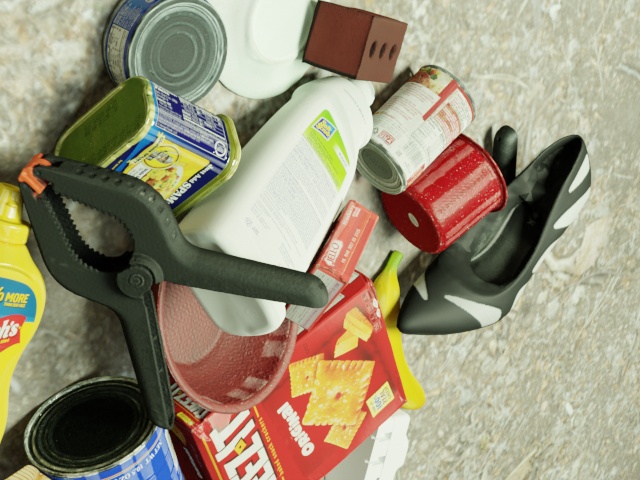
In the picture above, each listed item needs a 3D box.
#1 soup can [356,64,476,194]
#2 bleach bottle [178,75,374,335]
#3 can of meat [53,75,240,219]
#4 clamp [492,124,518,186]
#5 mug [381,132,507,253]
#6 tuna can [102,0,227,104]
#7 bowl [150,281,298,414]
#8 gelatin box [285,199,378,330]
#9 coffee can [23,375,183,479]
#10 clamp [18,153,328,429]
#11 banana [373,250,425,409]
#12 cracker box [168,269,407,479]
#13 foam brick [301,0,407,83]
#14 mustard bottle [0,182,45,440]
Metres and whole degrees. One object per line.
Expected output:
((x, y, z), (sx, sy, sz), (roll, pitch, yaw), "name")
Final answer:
((0.080, -0.098, 0.944), (0.102, 0.069, 0.068), (-45, 135, -20), "soup can")
((-0.017, -0.045, 0.833), (0.102, 0.068, 0.250), (61, 43, -26), "bleach bottle")
((-0.121, -0.059, 0.739), (0.102, 0.057, 0.083), (-35, 143, 26), "can of meat")
((0.203, -0.034, 1.122), (0.120, 0.039, 0.171), (5, 111, -36), "clamp")
((0.110, -0.038, 1.000), (0.081, 0.093, 0.117), (-38, 169, -20), "mug")
((-0.108, -0.135, 0.753), (0.086, 0.034, 0.086), (-22, 126, -34), "tuna can")
((-0.086, 0.053, 0.836), (0.161, 0.055, 0.162), (3, 86, -52), "bowl")
((0.007, 0.020, 0.844), (0.073, 0.030, 0.089), (-62, -176, -36), "gelatin box")
((-0.156, 0.190, 0.817), (0.102, 0.103, 0.140), (-34, 130, -30), "coffee can")
((-0.108, 0.017, 0.712), (0.165, 0.036, 0.210), (-33, 109, 16), "clamp")
((0.074, 0.108, 1.063), (0.069, 0.037, 0.198), (-32, 130, -30), "banana")
((-0.028, 0.142, 0.949), (0.213, 0.072, 0.164), (-38, 132, -26), "cracker box")
((0.028, -0.158, 0.855), (0.078, 0.051, 0.053), (-15, 124, -64), "foam brick")
((-0.234, 0.054, 0.704), (0.096, 0.058, 0.192), (15, 98, -43), "mustard bottle")
